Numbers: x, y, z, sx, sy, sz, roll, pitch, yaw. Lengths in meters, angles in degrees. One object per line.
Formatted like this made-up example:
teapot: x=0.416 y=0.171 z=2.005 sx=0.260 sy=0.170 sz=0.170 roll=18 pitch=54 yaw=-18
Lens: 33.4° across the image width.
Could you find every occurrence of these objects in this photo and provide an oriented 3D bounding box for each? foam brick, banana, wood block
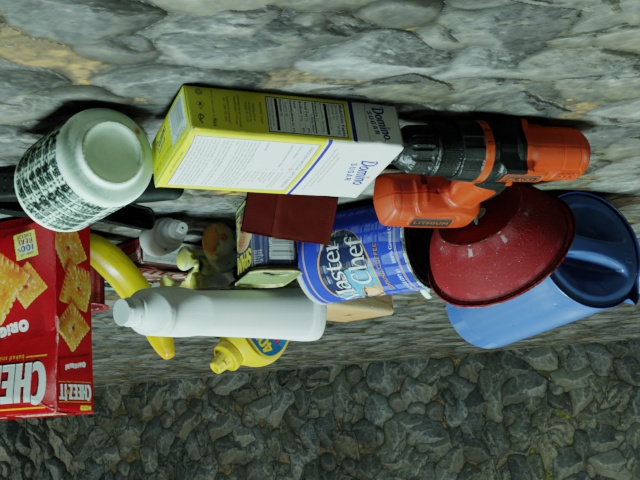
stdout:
foam brick: x=-0.031 y=-0.027 z=1.055 sx=0.078 sy=0.051 sz=0.053 roll=8 pitch=-178 yaw=-40
banana: x=-0.234 y=0.055 z=1.264 sx=0.037 sy=0.069 sz=0.197 roll=-27 pitch=114 yaw=30
wood block: x=-0.002 y=0.052 z=1.393 sx=0.091 sy=0.090 sz=0.205 roll=-12 pitch=165 yaw=37

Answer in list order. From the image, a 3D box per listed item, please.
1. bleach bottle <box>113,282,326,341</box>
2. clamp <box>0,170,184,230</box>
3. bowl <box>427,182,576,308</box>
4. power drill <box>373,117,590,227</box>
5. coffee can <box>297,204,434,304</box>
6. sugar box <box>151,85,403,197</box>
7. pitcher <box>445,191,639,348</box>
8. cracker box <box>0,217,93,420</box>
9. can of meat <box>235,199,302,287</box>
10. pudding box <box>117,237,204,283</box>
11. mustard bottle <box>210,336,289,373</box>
bleach bottle: x=-0.113 y=0.079 z=1.179 sx=0.103 sy=0.068 sz=0.250 roll=2 pitch=179 yaw=43
clamp: x=-0.240 y=-0.038 z=1.015 sx=0.209 sy=0.036 sz=0.165 roll=2 pitch=168 yaw=-11
bowl: x=0.170 y=-0.010 z=1.069 sx=0.162 sy=0.162 sz=0.055 roll=-11 pitch=130 yaw=34
power drill: x=0.117 y=-0.058 z=0.948 sx=0.184 sy=0.057 sz=0.188 roll=2 pitch=168 yaw=-21
coffee can: x=0.055 y=0.012 z=1.169 sx=0.141 sy=0.103 sz=0.102 roll=-10 pitch=167 yaw=33
sugar box: x=-0.034 y=-0.074 z=0.833 sx=0.176 sy=0.048 sz=0.093 roll=0 pitch=156 yaw=-26
pitcher: x=0.237 y=0.039 z=1.233 sx=0.144 sy=0.149 sz=0.243 roll=-8 pitch=164 yaw=-25
cracker box: x=-0.334 y=0.086 z=1.167 sx=0.164 sy=0.214 sz=0.072 roll=-8 pitch=168 yaw=26
can of meat: x=-0.057 y=0.001 z=1.138 sx=0.057 sy=0.084 sz=0.102 roll=1 pitch=168 yaw=-16
pudding box: x=-0.204 y=0.027 z=1.345 sx=0.113 sy=0.039 sz=0.090 roll=7 pitch=164 yaw=-42
mustard bottle: x=-0.080 y=0.113 z=1.433 sx=0.191 sy=0.096 sz=0.058 roll=-43 pitch=-164 yaw=-35
